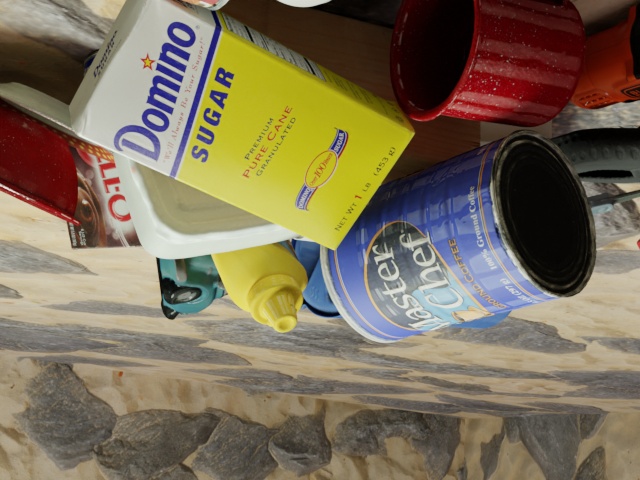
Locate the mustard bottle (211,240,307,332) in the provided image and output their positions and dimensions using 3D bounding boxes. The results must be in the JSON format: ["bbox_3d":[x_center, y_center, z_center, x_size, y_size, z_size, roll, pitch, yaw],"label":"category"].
[{"bbox_3d":[-0.056,0.001,0.837,0.058,0.192,0.096,-37,134,8],"label":"mustard bottle"}]

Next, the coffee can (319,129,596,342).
[{"bbox_3d":[0.084,0.001,0.668,0.102,0.103,0.141,16,154,-41],"label":"coffee can"}]

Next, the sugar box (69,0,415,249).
[{"bbox_3d":[-0.043,-0.070,0.610,0.176,0.093,0.048,22,-158,-28],"label":"sugar box"}]

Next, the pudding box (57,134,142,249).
[{"bbox_3d":[-0.171,-0.051,0.886,0.090,0.113,0.039,-2,-163,23],"label":"pudding box"}]

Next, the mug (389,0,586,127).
[{"bbox_3d":[0.102,-0.119,0.613,0.081,0.093,0.117,6,130,-26],"label":"mug"}]

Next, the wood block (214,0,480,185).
[{"bbox_3d":[-0.005,-0.093,0.709,0.205,0.091,0.090,10,164,-21],"label":"wood block"}]

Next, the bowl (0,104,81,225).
[{"bbox_3d":[-0.244,-0.070,0.804,0.162,0.055,0.162,25,175,2],"label":"bowl"}]
